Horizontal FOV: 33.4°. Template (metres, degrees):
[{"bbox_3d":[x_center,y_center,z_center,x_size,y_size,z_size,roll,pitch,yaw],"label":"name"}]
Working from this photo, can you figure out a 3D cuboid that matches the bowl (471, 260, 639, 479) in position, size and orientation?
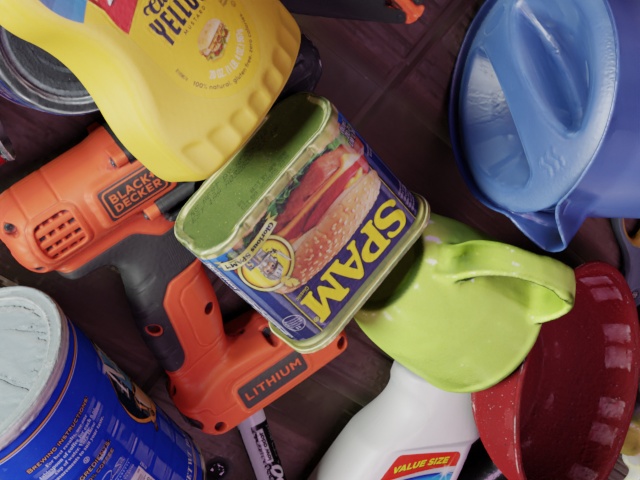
[{"bbox_3d":[0.142,0.089,0.672,0.161,0.055,0.162,-12,106,-48],"label":"bowl"}]

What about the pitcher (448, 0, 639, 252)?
[{"bbox_3d":[0.205,-0.082,0.608,0.242,0.145,0.149,4,126,-29],"label":"pitcher"}]

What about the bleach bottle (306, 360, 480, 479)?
[{"bbox_3d":[0.033,0.163,0.700,0.102,0.068,0.251,18,106,-29],"label":"bleach bottle"}]

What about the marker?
[{"bbox_3d":[-0.028,0.155,0.658,0.020,0.020,0.121,-20,95,-14],"label":"marker"}]

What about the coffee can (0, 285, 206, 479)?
[{"bbox_3d":[-0.137,0.105,0.553,0.103,0.103,0.140,-36,132,-2],"label":"coffee can"}]

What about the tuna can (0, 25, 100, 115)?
[{"bbox_3d":[-0.118,-0.100,0.485,0.085,0.034,0.086,-9,107,-32],"label":"tuna can"}]

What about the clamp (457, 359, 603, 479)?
[{"bbox_3d":[0.138,0.151,0.754,0.120,0.039,0.171,12,105,-34],"label":"clamp"}]

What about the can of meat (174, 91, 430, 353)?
[{"bbox_3d":[-0.009,-0.010,0.524,0.102,0.058,0.083,-50,125,-7],"label":"can of meat"}]

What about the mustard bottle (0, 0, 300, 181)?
[{"bbox_3d":[-0.093,-0.117,0.438,0.191,0.058,0.096,46,65,-32],"label":"mustard bottle"}]

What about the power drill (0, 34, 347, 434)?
[{"bbox_3d":[-0.054,0.001,0.573,0.184,0.057,0.187,-33,124,-9],"label":"power drill"}]
